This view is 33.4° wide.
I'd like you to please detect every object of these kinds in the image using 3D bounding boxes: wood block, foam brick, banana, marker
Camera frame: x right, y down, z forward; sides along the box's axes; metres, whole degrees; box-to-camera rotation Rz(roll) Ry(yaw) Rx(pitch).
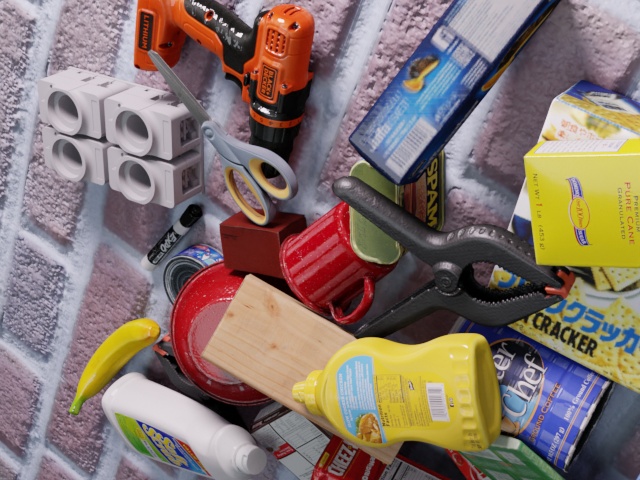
[{"bbox_3d":[-0.003,0.122,1.039,0.206,0.091,0.090,30,90,-1],"label":"wood block"},{"bbox_3d":[-0.057,0.001,1.098,0.078,0.051,0.053,9,116,32],"label":"foam brick"},{"bbox_3d":[-0.243,0.140,1.293,0.037,0.069,0.198,24,129,-28],"label":"banana"},{"bbox_3d":[-0.166,-0.003,1.194,0.020,0.020,0.121,50,131,4],"label":"marker"}]

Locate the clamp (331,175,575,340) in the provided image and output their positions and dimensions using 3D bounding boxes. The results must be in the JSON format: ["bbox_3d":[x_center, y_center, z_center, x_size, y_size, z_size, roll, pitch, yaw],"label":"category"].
[{"bbox_3d":[0.108,0.035,0.908,0.210,0.036,0.164,12,124,23],"label":"clamp"}]

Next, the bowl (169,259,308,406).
[{"bbox_3d":[-0.088,0.101,1.121,0.162,0.055,0.162,1,96,10],"label":"bowl"}]

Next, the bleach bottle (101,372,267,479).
[{"bbox_3d":[-0.150,0.219,1.220,0.251,0.068,0.102,5,127,50],"label":"bleach bottle"}]

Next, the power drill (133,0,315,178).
[{"bbox_3d":[-0.094,-0.167,1.038,0.188,0.057,0.185,28,130,19],"label":"power drill"}]

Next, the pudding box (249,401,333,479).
[{"bbox_3d":[-0.009,0.219,1.165,0.113,0.039,0.090,43,131,-13],"label":"pudding box"}]

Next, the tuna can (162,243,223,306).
[{"bbox_3d":[-0.134,0.049,1.187,0.086,0.033,0.086,16,121,29],"label":"tuna can"}]

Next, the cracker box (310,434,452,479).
[{"bbox_3d":[0.087,0.307,1.104,0.214,0.072,0.164,24,134,14],"label":"cracker box"}]

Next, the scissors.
[{"bbox_3d":[-0.088,-0.104,1.026,0.096,0.016,0.201,-10,115,44],"label":"scissors"}]

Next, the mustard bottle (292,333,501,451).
[{"bbox_3d":[0.059,0.133,0.934,0.192,0.058,0.096,-5,100,32],"label":"mustard bottle"}]

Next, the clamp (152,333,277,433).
[{"bbox_3d":[-0.116,0.162,1.230,0.171,0.039,0.120,42,124,2],"label":"clamp"}]

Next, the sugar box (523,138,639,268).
[{"bbox_3d":[0.244,-0.027,0.785,0.177,0.048,0.093,2,113,34],"label":"sugar box"}]

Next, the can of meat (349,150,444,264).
[{"bbox_3d":[0.069,-0.038,0.967,0.058,0.083,0.102,13,119,30],"label":"can of meat"}]

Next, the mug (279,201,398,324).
[{"bbox_3d":[0.023,0.023,1.018,0.082,0.093,0.117,-38,48,36],"label":"mug"}]

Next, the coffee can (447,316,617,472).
[{"bbox_3d":[0.181,0.128,0.957,0.140,0.102,0.103,27,126,22],"label":"coffee can"}]
